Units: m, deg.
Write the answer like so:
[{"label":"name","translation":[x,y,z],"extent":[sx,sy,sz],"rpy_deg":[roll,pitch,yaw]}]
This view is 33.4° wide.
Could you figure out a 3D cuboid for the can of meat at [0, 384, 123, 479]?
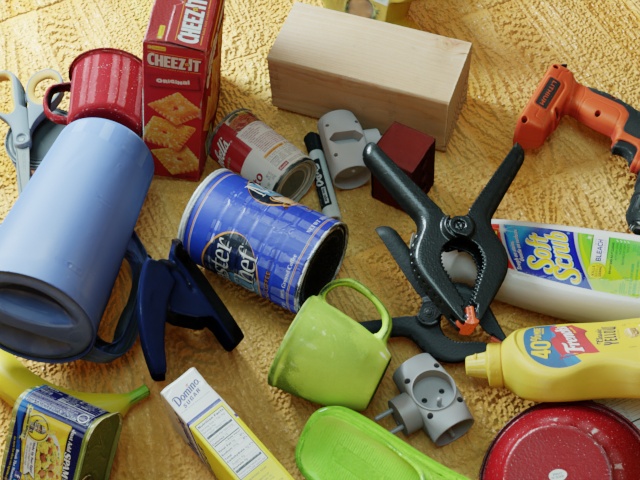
[{"label":"can of meat","translation":[-0.236,0.190,0.967],"extent":[0.084,0.057,0.102],"rpy_deg":[19,102,18]}]

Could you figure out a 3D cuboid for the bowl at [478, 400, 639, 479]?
[{"label":"bowl","translation":[0.208,0.208,0.914],"extent":[0.162,0.055,0.162],"rpy_deg":[-9,65,20]}]

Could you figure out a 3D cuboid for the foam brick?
[{"label":"foam brick","translation":[0.087,-0.076,1.122],"extent":[0.051,0.078,0.053],"rpy_deg":[26,63,20]}]

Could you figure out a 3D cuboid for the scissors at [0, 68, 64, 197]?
[{"label":"scissors","translation":[-0.310,-0.120,1.173],"extent":[0.096,0.016,0.202],"rpy_deg":[-23,59,-11]}]

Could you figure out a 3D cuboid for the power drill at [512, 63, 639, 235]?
[{"label":"power drill","translation":[0.305,-0.102,1.137],"extent":[0.188,0.057,0.184],"rpy_deg":[25,59,15]}]

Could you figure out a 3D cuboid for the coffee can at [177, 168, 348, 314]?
[{"label":"coffee can","translation":[-0.057,0.001,1.068],"extent":[0.140,0.103,0.102],"rpy_deg":[25,62,18]}]

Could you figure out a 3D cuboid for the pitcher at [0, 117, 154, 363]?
[{"label":"pitcher","translation":[-0.242,-0.002,1.065],"extent":[0.145,0.149,0.242],"rpy_deg":[6,47,10]}]

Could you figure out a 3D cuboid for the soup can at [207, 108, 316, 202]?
[{"label":"soup can","translation":[-0.062,-0.087,1.146],"extent":[0.102,0.068,0.068],"rpy_deg":[39,68,24]}]

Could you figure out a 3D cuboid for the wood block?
[{"label":"wood block","translation":[0.055,-0.183,1.186],"extent":[0.206,0.090,0.090],"rpy_deg":[16,60,13]}]

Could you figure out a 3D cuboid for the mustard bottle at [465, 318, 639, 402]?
[{"label":"mustard bottle","translation":[0.228,0.109,0.967],"extent":[0.192,0.058,0.096],"rpy_deg":[-5,24,13]}]

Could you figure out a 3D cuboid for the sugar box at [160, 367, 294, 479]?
[{"label":"sugar box","translation":[-0.069,0.201,0.947],"extent":[0.048,0.093,0.176],"rpy_deg":[-39,62,-20]}]

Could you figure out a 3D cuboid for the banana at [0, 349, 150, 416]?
[{"label":"banana","translation":[-0.267,0.143,1.035],"extent":[0.198,0.037,0.069],"rpy_deg":[18,39,13]}]

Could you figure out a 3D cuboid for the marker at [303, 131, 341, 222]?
[{"label":"marker","translation":[0.001,-0.070,1.158],"extent":[0.020,0.020,0.121],"rpy_deg":[-11,57,-4]}]

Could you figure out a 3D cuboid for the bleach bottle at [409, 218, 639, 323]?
[{"label":"bleach bottle","translation":[0.212,0.030,1.056],"extent":[0.251,0.068,0.102],"rpy_deg":[8,58,12]}]

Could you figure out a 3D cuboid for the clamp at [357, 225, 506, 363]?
[{"label":"clamp","translation":[0.105,0.059,1.040],"extent":[0.171,0.039,0.120],"rpy_deg":[15,95,10]}]

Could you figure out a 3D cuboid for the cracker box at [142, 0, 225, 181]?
[{"label":"cracker box","translation":[-0.141,-0.191,1.130],"extent":[0.072,0.214,0.164],"rpy_deg":[9,57,-4]}]

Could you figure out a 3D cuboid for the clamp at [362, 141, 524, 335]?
[{"label":"clamp","translation":[0.139,-0.012,1.032],"extent":[0.164,0.036,0.210],"rpy_deg":[-7,63,-9]}]

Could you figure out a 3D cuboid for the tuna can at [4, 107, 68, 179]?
[{"label":"tuna can","translation":[-0.306,-0.106,1.195],"extent":[0.086,0.034,0.086],"rpy_deg":[-2,57,3]}]

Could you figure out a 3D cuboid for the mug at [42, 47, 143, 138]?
[{"label":"mug","translation":[-0.244,-0.149,1.164],"extent":[0.117,0.093,0.081],"rpy_deg":[1,55,-5]}]
